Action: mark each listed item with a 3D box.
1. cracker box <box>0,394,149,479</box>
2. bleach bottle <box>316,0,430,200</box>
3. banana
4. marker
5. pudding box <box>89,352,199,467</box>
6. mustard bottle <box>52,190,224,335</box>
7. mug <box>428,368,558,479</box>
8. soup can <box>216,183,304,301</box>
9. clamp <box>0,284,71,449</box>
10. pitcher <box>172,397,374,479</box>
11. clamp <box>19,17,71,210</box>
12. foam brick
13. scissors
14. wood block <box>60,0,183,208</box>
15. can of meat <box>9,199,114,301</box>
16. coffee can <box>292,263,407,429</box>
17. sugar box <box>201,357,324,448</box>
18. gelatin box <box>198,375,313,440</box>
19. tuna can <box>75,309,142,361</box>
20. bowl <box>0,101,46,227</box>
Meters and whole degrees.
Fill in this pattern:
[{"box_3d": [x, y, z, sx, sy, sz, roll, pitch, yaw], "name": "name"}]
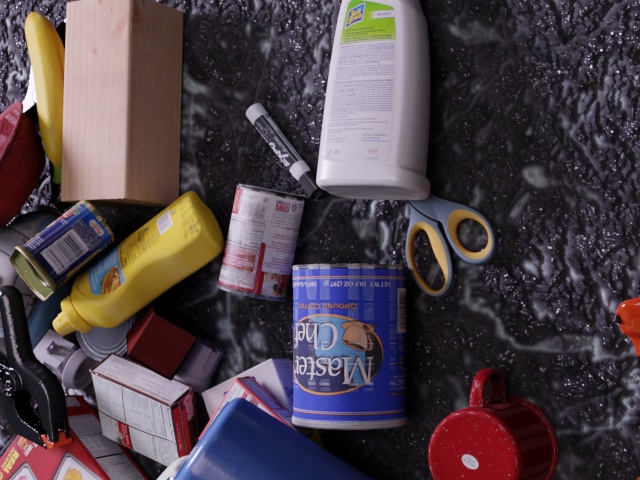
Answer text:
[{"box_3d": [-0.252, 0.293, 1.118, 0.214, 0.072, 0.164, 45, 109, 23], "name": "cracker box"}, {"box_3d": [0.059, -0.165, 0.961, 0.103, 0.068, 0.251, 3, 80, 28], "name": "bleach bottle"}, {"box_3d": [-0.289, -0.163, 1.131, 0.070, 0.037, 0.198, -27, 69, 51], "name": "banana"}, {"box_3d": [-0.033, -0.086, 1.043, 0.020, 0.020, 0.121, -45, 67, 20], "name": "marker"}, {"box_3d": [-0.176, 0.173, 1.078, 0.114, 0.039, 0.090, 17, 126, 28], "name": "pudding box"}, {"box_3d": [-0.187, 0.033, 1.062, 0.192, 0.058, 0.096, -35, 32, 6], "name": "mustard bottle"}, {"box_3d": [0.142, 0.166, 0.890, 0.093, 0.081, 0.117, 0, 87, 30], "name": "mug"}, {"box_3d": [-0.057, 0.001, 1.023, 0.069, 0.068, 0.102, 13, 93, 30], "name": "soup can"}, {"box_3d": [-0.317, 0.145, 1.098, 0.120, 0.039, 0.171, -37, 73, 36], "name": "clamp"}, {"box_3d": [-0.009, 0.249, 0.890, 0.243, 0.149, 0.145, 34, 113, 2], "name": "pitcher"}, {"box_3d": [-0.308, -0.158, 1.197, 0.165, 0.036, 0.210, 24, 100, 31], "name": "clamp"}, {"box_3d": [-0.158, 0.097, 1.060, 0.053, 0.078, 0.051, 31, 93, -15], "name": "foam brick"}, {"box_3d": [0.102, -0.050, 0.965, 0.096, 0.016, 0.202, -16, 79, 27], "name": "scissors"}, {"box_3d": [-0.205, -0.140, 1.104, 0.090, 0.090, 0.206, -1, 87, 30], "name": "wood block"}, {"box_3d": [-0.258, 0.010, 1.071, 0.057, 0.083, 0.102, 51, 158, -5], "name": "can of meat"}, {"box_3d": [0.026, 0.093, 0.950, 0.103, 0.102, 0.140, -2, 86, 30], "name": "coffee can"}, {"box_3d": [-0.042, 0.209, 1.016, 0.093, 0.048, 0.176, -28, 70, 25], "name": "sugar box"}, {"box_3d": [-0.060, 0.180, 0.985, 0.089, 0.030, 0.073, 37, 105, 28], "name": "gelatin box"}, {"box_3d": [-0.218, 0.085, 1.131, 0.086, 0.033, 0.086, -2, 86, 30], "name": "tuna can"}, {"box_3d": [-0.341, -0.066, 1.136, 0.162, 0.055, 0.162, -40, 31, 29], "name": "bowl"}]
